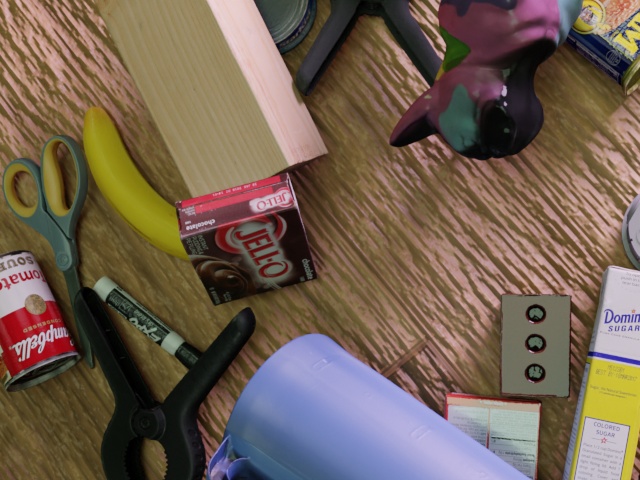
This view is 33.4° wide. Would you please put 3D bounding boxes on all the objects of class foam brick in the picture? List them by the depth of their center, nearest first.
[{"bbox_3d":[0.163,0.078,0.808,0.053,0.051,0.078,0,84,14],"label":"foam brick"}]

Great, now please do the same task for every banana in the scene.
[{"bbox_3d":[-0.140,-0.037,0.907,0.198,0.037,0.069,35,69,13],"label":"banana"}]

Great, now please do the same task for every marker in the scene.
[{"bbox_3d":[-0.143,0.073,0.902,0.121,0.020,0.020,36,93,14],"label":"marker"}]

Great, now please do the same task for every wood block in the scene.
[{"bbox_3d":[-0.089,-0.138,0.846,0.091,0.090,0.206,-26,91,23],"label":"wood block"}]

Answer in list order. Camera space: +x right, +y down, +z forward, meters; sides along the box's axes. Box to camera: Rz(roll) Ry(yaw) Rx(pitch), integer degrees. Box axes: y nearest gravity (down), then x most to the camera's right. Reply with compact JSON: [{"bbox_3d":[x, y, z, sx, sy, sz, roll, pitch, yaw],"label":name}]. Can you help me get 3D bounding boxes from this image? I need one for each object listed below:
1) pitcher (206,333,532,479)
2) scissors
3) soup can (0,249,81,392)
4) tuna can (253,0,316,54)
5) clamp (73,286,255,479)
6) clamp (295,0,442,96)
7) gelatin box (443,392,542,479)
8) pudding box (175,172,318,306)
[{"bbox_3d":[0.048,0.180,0.743,0.243,0.145,0.149,29,80,33],"label":"pitcher"},{"bbox_3d":[-0.237,0.009,0.933,0.096,0.016,0.202,2,93,26],"label":"scissors"},{"bbox_3d":[-0.254,0.068,0.905,0.068,0.068,0.102,-29,78,9],"label":"soup can"},{"bbox_3d":[-0.047,-0.199,0.899,0.086,0.033,0.086,-2,84,14],"label":"tuna can"},{"bbox_3d":[-0.126,0.141,0.869,0.165,0.036,0.210,-2,91,23],"label":"clamp"},{"bbox_3d":[0.050,-0.193,0.869,0.120,0.039,0.171,9,81,-2],"label":"clamp"},{"bbox_3d":[0.131,0.164,0.819,0.073,0.030,0.089,3,85,13],"label":"gelatin box"},{"bbox_3d":[-0.056,0.001,0.831,0.090,0.113,0.039,-14,60,1],"label":"pudding box"}]
